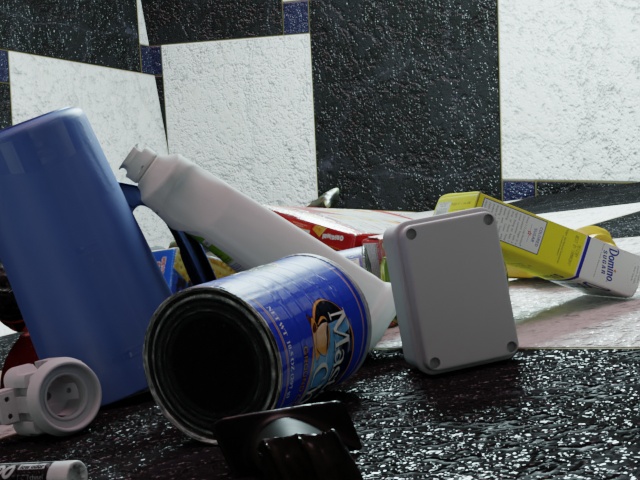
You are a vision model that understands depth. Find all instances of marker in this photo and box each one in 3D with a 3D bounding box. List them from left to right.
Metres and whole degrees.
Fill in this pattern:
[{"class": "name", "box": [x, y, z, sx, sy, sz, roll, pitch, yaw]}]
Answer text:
[{"class": "marker", "box": [-0.192, 0.144, 0.644, 0.121, 0.020, 0.020, -8, 4, 29]}]

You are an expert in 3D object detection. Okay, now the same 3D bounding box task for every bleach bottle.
[{"class": "bleach bottle", "box": [-0.056, 0.001, 0.888, 0.068, 0.250, 0.103, -56, 7, -14]}]

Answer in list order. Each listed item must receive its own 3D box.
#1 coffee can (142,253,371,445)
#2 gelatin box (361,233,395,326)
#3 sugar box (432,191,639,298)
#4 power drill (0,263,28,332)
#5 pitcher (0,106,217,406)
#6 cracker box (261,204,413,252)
[{"class": "coffee can", "box": [-0.039, 0.069, 0.727, 0.103, 0.103, 0.140, -8, 4, 27]}, {"class": "gelatin box", "box": [0.081, 0.035, 1.060, 0.073, 0.089, 0.030, -12, 7, -41]}, {"class": "sugar box", "box": [0.194, 0.006, 0.970, 0.176, 0.048, 0.093, 22, -6, -15]}, {"class": "power drill", "box": [-0.355, 0.021, 1.037, 0.057, 0.187, 0.184, -57, 1, -18]}, {"class": "pitcher", "box": [-0.199, 0.010, 0.915, 0.145, 0.243, 0.149, -17, 10, 23]}, {"class": "cracker box", "box": [0.053, 0.011, 1.174, 0.213, 0.072, 0.164, 2, 10, -43]}]
